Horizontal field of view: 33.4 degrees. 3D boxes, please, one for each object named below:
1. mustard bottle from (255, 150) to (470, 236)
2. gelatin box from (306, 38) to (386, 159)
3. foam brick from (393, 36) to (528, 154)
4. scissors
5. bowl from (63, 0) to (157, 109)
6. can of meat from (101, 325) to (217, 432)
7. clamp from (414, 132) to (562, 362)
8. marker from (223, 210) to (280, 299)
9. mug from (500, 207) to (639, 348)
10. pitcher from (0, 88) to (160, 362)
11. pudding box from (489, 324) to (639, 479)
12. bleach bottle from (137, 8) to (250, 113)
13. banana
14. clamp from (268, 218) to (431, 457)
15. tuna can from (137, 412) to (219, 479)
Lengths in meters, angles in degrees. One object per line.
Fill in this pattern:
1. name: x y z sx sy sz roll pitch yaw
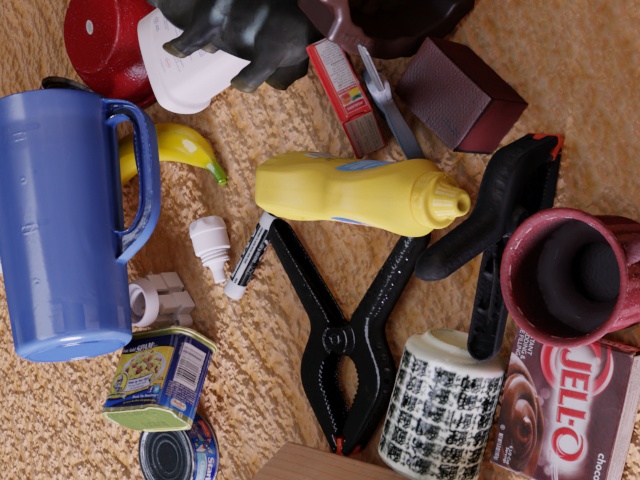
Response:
1. mustard bottle: 0.040 -0.037 0.823 0.192 0.096 0.058 9 98 50
2. gelatin box: 0.023 -0.115 0.861 0.030 0.089 0.073 -25 72 4
3. foam brick: 0.105 -0.109 0.812 0.078 0.051 0.053 51 123 28
4. scissors: 0.053 -0.096 0.789 0.016 0.201 0.096 -30 94 5
5. bowl: -0.211 -0.213 1.081 0.162 0.055 0.162 1 92 41
6. can of meat: -0.155 0.134 1.020 0.102 0.057 0.084 -12 53 40
7. clamp: 0.130 0.000 0.762 0.039 0.171 0.120 19 148 35
8. marker: -0.056 0.001 0.977 0.020 0.020 0.121 44 118 31
9. mug: 0.192 0.018 0.721 0.117 0.081 0.093 -32 71 37
10. pitcher: -0.236 -0.015 1.008 0.149 0.144 0.243 -29 67 55
11. pudding box: 0.178 0.120 0.765 0.090 0.039 0.113 16 102 39
12. bleach bottle: -0.053 -0.208 0.941 0.251 0.067 0.102 -24 79 36
13. banana: -0.173 -0.079 1.063 0.198 0.037 0.069 -6 86 41
14. clamp: 0.015 0.076 0.906 0.165 0.036 0.210 10 98 40
15. tuna can: -0.140 0.210 1.047 0.086 0.033 0.086 2 93 41
